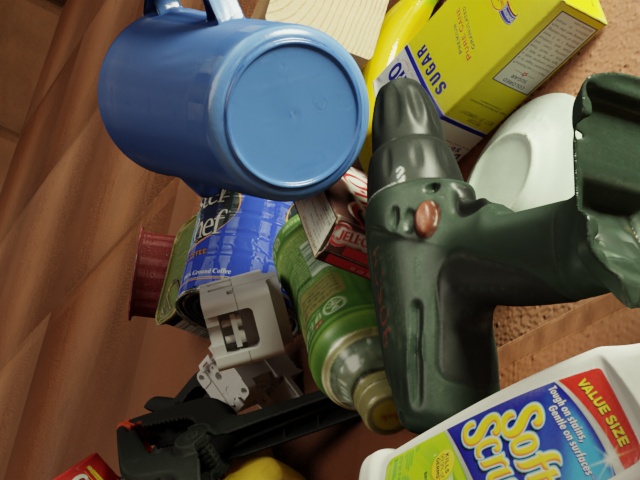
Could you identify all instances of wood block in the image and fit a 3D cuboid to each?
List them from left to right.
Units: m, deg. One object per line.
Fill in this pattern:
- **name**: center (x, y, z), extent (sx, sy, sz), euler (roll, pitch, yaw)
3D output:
- **wood block**: center (-0.018, -0.170, 0.926), extent (0.206, 0.090, 0.090), euler (139, 149, -70)

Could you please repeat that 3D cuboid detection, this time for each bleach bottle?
- **bleach bottle**: center (0.116, 0.095, 0.483), extent (0.251, 0.068, 0.102), euler (-44, 32, 38)

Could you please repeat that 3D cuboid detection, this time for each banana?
- **banana**: center (0.055, -0.122, 0.844), extent (0.070, 0.037, 0.197), euler (-24, 47, 59)

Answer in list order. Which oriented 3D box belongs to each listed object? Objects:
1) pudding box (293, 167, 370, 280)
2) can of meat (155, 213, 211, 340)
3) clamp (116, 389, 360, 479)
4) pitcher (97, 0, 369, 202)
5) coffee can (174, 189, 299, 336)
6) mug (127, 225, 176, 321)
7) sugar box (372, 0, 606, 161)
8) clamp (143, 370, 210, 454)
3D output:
- **pudding box**: center (0.031, -0.011, 0.726), extent (0.039, 0.090, 0.113), euler (-60, 23, 17)
- **can of meat**: center (-0.091, 0.040, 0.951), extent (0.058, 0.083, 0.102), euler (-34, 39, 52)
- **clamp**: center (-0.072, 0.144, 0.749), extent (0.164, 0.036, 0.210), euler (-38, 23, -27)
- **pitcher**: center (-0.067, -0.106, 0.739), extent (0.145, 0.149, 0.243), euler (-59, 26, -4)
- **coffee can**: center (-0.056, 0.001, 0.887), extent (0.103, 0.102, 0.140), euler (-32, 41, 53)
- **mug**: center (-0.142, 0.044, 1.046), extent (0.117, 0.081, 0.093), euler (108, 168, -53)
- **sugar box**: center (0.105, -0.124, 0.716), extent (0.176, 0.048, 0.093), euler (-43, 40, 37)
- **clamp**: center (-0.128, 0.175, 0.963), extent (0.172, 0.039, 0.120), euler (-38, 37, 48)
